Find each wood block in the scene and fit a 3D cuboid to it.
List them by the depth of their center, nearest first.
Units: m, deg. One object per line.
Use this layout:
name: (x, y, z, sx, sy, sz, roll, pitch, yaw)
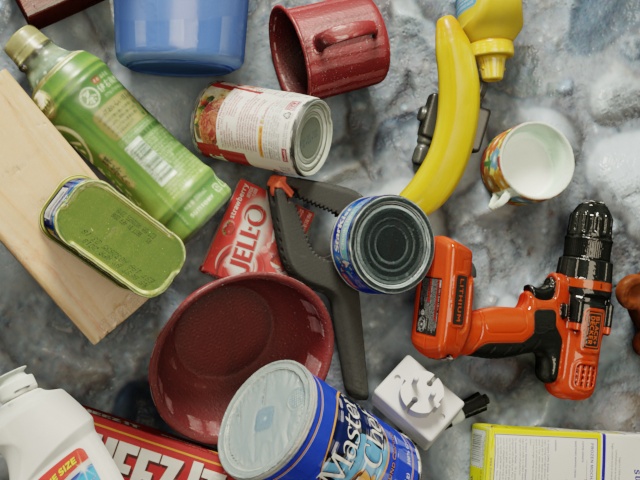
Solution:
wood block: (-0.221, -0.026, 0.857, 0.090, 0.091, 0.206, -41, 105, -12)

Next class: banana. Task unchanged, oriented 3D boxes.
banana: (0.105, -0.096, 0.948, 0.069, 0.037, 0.198, 19, 98, -10)

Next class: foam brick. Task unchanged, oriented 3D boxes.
foam brick: (-0.224, -0.221, 0.908, 0.078, 0.053, 0.051, -28, 92, -13)

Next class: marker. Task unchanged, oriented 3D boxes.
marker: (0.099, 0.168, 0.963, 0.121, 0.020, 0.020, -24, 91, -12)

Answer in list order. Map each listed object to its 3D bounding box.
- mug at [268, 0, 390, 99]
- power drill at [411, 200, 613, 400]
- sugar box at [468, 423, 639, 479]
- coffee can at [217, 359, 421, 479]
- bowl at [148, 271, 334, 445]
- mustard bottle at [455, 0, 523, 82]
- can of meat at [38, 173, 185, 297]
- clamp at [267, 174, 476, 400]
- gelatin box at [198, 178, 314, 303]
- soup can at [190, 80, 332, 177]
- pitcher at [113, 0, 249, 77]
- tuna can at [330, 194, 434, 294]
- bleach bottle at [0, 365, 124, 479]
mug: (0.012, -0.169, 0.922, 0.081, 0.117, 0.093, -17, 89, -17)
power drill: (0.179, 0.045, 0.950, 0.187, 0.057, 0.184, 9, 86, -23)
sugar box: (0.225, 0.218, 0.972, 0.176, 0.048, 0.093, 6, 85, -14)
coffee can: (0.001, 0.175, 0.875, 0.140, 0.103, 0.103, 38, 79, -33)
bowl: (-0.072, 0.090, 0.897, 0.161, 0.055, 0.162, -10, 116, -21)
mustard bottle: (0.149, -0.239, 0.960, 0.058, 0.096, 0.191, -2, 87, -11)
can of meat: (-0.153, -0.003, 0.788, 0.102, 0.084, 0.057, 38, 81, -18)
clamp: (0.035, 0.014, 0.936, 0.164, 0.036, 0.210, -41, 109, -14)
gelatin box: (-0.056, 0.001, 0.938, 0.073, 0.030, 0.089, 25, 81, -9)
soup can: (-0.049, -0.095, 0.902, 0.102, 0.068, 0.068, 13, 82, 27)
pitcher: (-0.120, -0.264, 0.884, 0.149, 0.145, 0.243, 1, 91, -25)
tuna can: (0.054, 0.004, 0.904, 0.086, 0.034, 0.086, 0, 89, -26)
bleach bottle: (-0.190, 0.217, 0.810, 0.102, 0.068, 0.251, -26, 87, -13)
